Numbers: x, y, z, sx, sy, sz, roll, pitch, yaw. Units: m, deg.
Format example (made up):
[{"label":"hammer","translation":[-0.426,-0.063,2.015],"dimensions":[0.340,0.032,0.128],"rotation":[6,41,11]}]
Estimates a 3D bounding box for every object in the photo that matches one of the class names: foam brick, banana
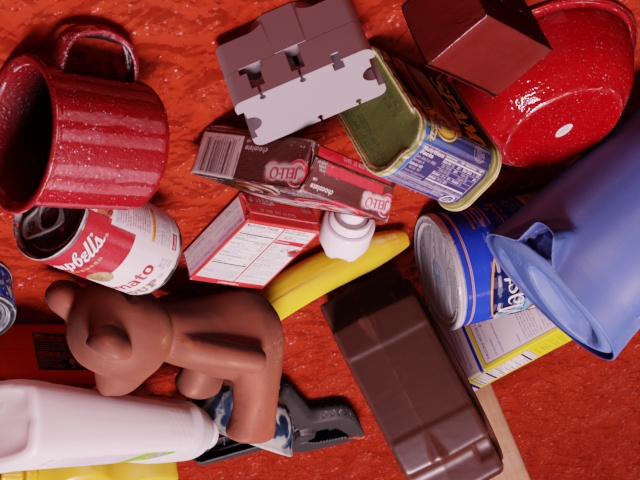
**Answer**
[{"label":"foam brick","translation":[0.101,-0.137,0.693],"dimensions":[0.078,0.053,0.051],"rotation":[13,138,-45]},{"label":"banana","translation":[-0.014,0.041,0.943],"dimensions":[0.198,0.037,0.069],"rotation":[-33,166,25]}]

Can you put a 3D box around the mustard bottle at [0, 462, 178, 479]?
[{"label":"mustard bottle","translation":[-0.251,0.248,1.122],"dimensions":[0.191,0.058,0.096],"rotation":[13,147,-43]}]

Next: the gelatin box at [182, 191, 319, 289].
[{"label":"gelatin box","translation":[-0.055,0.001,0.854],"dimensions":[0.073,0.030,0.089],"rotation":[10,139,-39]}]

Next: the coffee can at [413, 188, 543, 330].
[{"label":"coffee can","translation":[0.165,0.013,0.930],"dimensions":[0.140,0.103,0.103],"rotation":[-13,150,-12]}]

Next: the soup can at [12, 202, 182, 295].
[{"label":"soup can","translation":[-0.154,-0.005,0.747],"dimensions":[0.069,0.068,0.102],"rotation":[-31,149,20]}]

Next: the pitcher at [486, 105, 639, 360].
[{"label":"pitcher","translation":[0.259,-0.029,0.830],"dimensions":[0.243,0.145,0.149],"rotation":[-43,-173,-5]}]

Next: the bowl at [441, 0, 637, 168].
[{"label":"bowl","translation":[0.169,-0.102,0.788],"dimensions":[0.162,0.055,0.162],"rotation":[-15,151,-9]}]

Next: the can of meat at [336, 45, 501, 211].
[{"label":"can of meat","translation":[0.061,-0.077,0.721],"dimensions":[0.083,0.102,0.058],"rotation":[18,125,-44]}]

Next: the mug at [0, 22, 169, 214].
[{"label":"mug","translation":[-0.142,-0.071,0.638],"dimensions":[0.081,0.093,0.117],"rotation":[2,108,-42]}]

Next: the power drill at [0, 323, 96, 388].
[{"label":"power drill","translation":[-0.284,0.139,0.924],"dimensions":[0.184,0.057,0.188],"rotation":[3,146,-41]}]

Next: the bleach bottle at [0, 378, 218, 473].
[{"label":"bleach bottle","translation":[-0.179,0.160,0.894],"dimensions":[0.103,0.068,0.250],"rotation":[-14,163,29]}]

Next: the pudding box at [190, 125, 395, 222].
[{"label":"pudding box","translation":[-0.018,-0.045,0.729],"dimensions":[0.114,0.039,0.089],"rotation":[15,177,43]}]

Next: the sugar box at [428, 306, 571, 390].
[{"label":"sugar box","translation":[0.174,0.085,1.067],"dimensions":[0.176,0.093,0.048],"rotation":[-33,148,24]}]

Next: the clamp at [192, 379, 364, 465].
[{"label":"clamp","translation":[-0.035,0.216,1.218],"dimensions":[0.165,0.036,0.209],"rotation":[-37,147,27]}]
